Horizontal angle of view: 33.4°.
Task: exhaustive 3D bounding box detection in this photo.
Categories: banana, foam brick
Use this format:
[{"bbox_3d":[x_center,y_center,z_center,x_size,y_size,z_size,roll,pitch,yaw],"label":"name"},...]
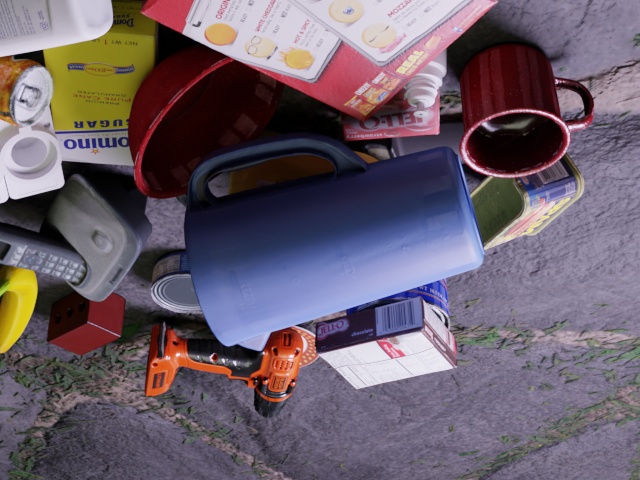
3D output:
[{"bbox_3d":[-0.350,0.067,1.206,0.037,0.069,0.198,39,152,7],"label":"banana"},{"bbox_3d":[-0.275,0.094,1.255,0.078,0.053,0.051,-26,139,33],"label":"foam brick"}]

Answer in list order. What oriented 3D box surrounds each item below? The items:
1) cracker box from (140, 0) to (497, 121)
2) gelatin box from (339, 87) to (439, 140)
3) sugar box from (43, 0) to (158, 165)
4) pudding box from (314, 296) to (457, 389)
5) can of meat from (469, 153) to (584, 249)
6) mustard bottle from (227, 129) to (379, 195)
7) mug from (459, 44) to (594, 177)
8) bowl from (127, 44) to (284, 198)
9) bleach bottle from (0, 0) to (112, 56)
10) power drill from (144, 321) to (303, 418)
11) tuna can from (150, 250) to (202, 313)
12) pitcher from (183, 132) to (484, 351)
[{"bbox_3d":[-0.001,-0.197,0.802,0.213,0.072,0.164,23,138,-28],"label":"cracker box"},{"bbox_3d":[0.061,-0.123,0.949,0.089,0.030,0.073,-3,147,5],"label":"gelatin box"},{"bbox_3d":[-0.186,-0.132,0.921,0.093,0.048,0.176,3,145,-5],"label":"sugar box"},{"bbox_3d":[0.063,0.100,1.024,0.114,0.039,0.090,-14,144,23],"label":"pudding box"},{"bbox_3d":[0.187,-0.038,1.022,0.083,0.057,0.102,-18,160,-38],"label":"can of meat"},{"bbox_3d":[0.011,-0.042,1.006,0.191,0.058,0.096,13,125,3],"label":"mustard bottle"},{"bbox_3d":[0.175,-0.115,0.916,0.117,0.081,0.093,-5,146,8],"label":"mug"},{"bbox_3d":[-0.107,-0.112,0.902,0.162,0.055,0.162,-38,160,-17],"label":"bowl"},{"bbox_3d":[-0.289,-0.187,0.814,0.251,0.068,0.102,-4,109,17],"label":"bleach bottle"},{"bbox_3d":[-0.121,0.162,1.319,0.187,0.057,0.185,4,142,-9],"label":"power drill"},{"bbox_3d":[-0.147,0.047,1.202,0.086,0.033,0.086,0,146,0],"label":"tuna can"},{"bbox_3d":[0.009,-0.009,0.919,0.243,0.145,0.149,-15,155,10],"label":"pitcher"}]
